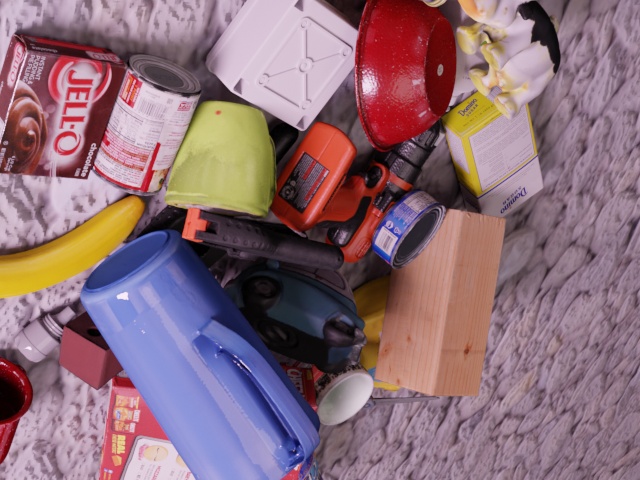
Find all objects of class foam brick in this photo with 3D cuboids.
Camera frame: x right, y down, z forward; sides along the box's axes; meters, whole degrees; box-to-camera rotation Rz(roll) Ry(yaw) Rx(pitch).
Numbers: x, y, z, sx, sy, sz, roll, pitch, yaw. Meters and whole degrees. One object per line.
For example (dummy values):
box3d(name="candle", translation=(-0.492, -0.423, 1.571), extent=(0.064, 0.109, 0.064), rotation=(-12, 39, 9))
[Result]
box3d(name="foam brick", translation=(-0.209, 0.097, 1.041), extent=(0.078, 0.053, 0.051), rotation=(-40, 153, -51))

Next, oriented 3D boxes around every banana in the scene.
box3d(name="banana", translation=(-0.249, 0.012, 0.963), extent=(0.197, 0.037, 0.070), rotation=(-16, 136, -27))

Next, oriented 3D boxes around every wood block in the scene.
box3d(name="wood block", translation=(0.137, 0.067, 1.219), extent=(0.090, 0.090, 0.206), rotation=(8, 91, -44))

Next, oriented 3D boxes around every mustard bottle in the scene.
box3d(name="mustard bottle", translation=(0.080, 0.129, 1.325), extent=(0.096, 0.058, 0.191), rotation=(-32, 140, -15))

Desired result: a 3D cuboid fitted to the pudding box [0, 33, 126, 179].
box3d(name="pudding box", translation=(-0.220, -0.107, 0.873), extent=(0.089, 0.039, 0.114), rotation=(2, 124, -41))

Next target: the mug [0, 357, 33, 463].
box3d(name="mug", translation=(-0.322, 0.161, 1.015), extent=(0.082, 0.093, 0.117), rotation=(-64, 173, 32))

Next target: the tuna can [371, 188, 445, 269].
box3d(name="tuna can", translation=(0.094, -0.013, 1.143), extent=(0.086, 0.034, 0.086), rotation=(-41, 158, -22))

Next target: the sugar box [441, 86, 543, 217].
box3d(name="sugar box", translation=(0.199, -0.099, 1.220), extent=(0.093, 0.048, 0.176), rotation=(-35, 144, -8))

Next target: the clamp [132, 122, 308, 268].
box3d(name="clamp", translation=(-0.098, -0.011, 1.065), extent=(0.209, 0.036, 0.164), rotation=(-32, 141, -14))

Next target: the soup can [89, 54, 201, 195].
box3d(name="soup can", translation=(-0.150, -0.099, 0.915), extent=(0.068, 0.069, 0.102), rotation=(3, 124, -41))

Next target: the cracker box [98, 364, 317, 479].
box3d(name="cracker box", translation=(-0.124, 0.203, 1.153), extent=(0.213, 0.072, 0.164), rotation=(7, 126, -10))

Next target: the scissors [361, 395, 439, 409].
box3d(name="scissors", translation=(0.048, 0.193, 1.331), extent=(0.202, 0.016, 0.096), rotation=(-12, 139, 1))

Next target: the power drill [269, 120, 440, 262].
box3d(name="power drill", translation=(0.039, -0.064, 1.082), extent=(0.184, 0.057, 0.187), rotation=(-58, 153, 10))

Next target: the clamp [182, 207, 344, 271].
box3d(name="clamp", translation=(-0.056, 0.001, 0.969), extent=(0.171, 0.120, 0.039), rotation=(16, 78, -65))

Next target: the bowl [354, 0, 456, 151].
box3d(name="bowl", translation=(0.087, -0.162, 0.992), extent=(0.161, 0.055, 0.162), rotation=(6, 90, -65))

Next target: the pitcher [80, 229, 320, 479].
box3d(name="pitcher", translation=(-0.106, 0.113, 0.982), extent=(0.149, 0.145, 0.242), rotation=(-27, 111, 12))
